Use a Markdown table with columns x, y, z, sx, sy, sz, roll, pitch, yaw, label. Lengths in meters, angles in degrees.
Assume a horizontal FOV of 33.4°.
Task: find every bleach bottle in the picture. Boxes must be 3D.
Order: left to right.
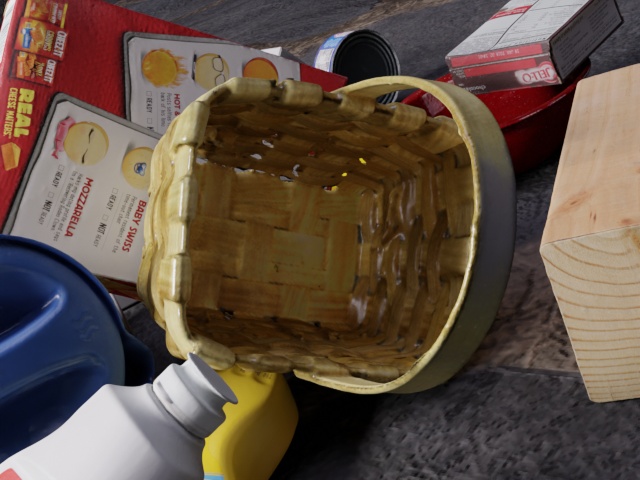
| x | y | z | sx | sy | sz | roll | pitch | yaw | label |
| --- | --- | --- | --- | --- | --- | --- | --- | --- | --- |
| -0.134 | 0.138 | 0.426 | 0.251 | 0.068 | 0.103 | -44 | 30 | 0 | bleach bottle |

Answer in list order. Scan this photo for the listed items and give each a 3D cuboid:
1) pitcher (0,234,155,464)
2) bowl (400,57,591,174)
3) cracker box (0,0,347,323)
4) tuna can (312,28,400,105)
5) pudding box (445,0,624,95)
| x | y | z | sx | sy | sz | roll | pitch | yaw | label |
| --- | --- | --- | --- | --- | --- | --- | --- | --- | --- |
| -0.213 | 0.075 | 0.602 | 0.145 | 0.149 | 0.243 | -50 | 15 | -23 | pitcher |
| 0.131 | -0.088 | 0.809 | 0.162 | 0.055 | 0.162 | -19 | 23 | 8 | bowl |
| -0.102 | -0.046 | 0.660 | 0.213 | 0.164 | 0.072 | 14 | -12 | -23 | cracker box |
| 0.034 | -0.156 | 1.015 | 0.086 | 0.086 | 0.034 | -36 | 24 | -30 | tuna can |
| 0.160 | -0.149 | 0.794 | 0.090 | 0.039 | 0.113 | 0 | 34 | 43 | pudding box |
